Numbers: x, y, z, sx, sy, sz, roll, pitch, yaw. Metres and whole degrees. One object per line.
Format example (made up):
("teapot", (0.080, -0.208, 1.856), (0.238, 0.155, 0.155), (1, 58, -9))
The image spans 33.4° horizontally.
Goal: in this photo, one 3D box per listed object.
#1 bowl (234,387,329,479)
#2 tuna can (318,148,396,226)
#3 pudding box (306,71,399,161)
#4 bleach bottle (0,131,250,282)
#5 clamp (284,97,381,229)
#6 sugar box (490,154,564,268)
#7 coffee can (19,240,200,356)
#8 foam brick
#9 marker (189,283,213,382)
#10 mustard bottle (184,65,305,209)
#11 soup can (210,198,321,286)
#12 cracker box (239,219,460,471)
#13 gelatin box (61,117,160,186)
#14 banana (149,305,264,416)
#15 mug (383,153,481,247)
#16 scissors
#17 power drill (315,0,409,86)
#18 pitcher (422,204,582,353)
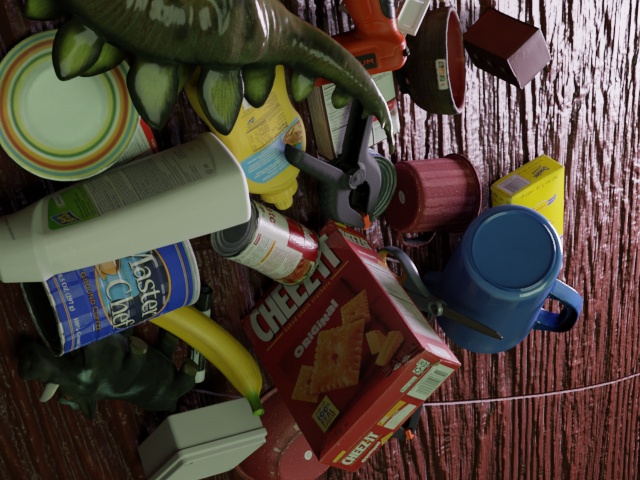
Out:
("bowl", (-0.027, 0.248, 1.312), (0.161, 0.055, 0.162), (-20, 128, -27))
("tuna can", (0.040, -0.061, 1.177), (0.086, 0.034, 0.086), (-20, 128, -28))
("pudding box", (0.033, -0.146, 1.112), (0.090, 0.039, 0.113), (-28, 130, -19))
("bleach bottle", (-0.194, -0.022, 0.940), (0.250, 0.103, 0.068), (-18, 125, -18))
("clamp", (0.031, -0.081, 1.098), (0.120, 0.039, 0.171), (-43, 145, -9))
("sugar box", (0.269, -0.015, 1.382), (0.093, 0.048, 0.176), (-29, 131, -21))
("coffee can", (-0.198, 0.036, 1.001), (0.140, 0.103, 0.103), (-21, 129, -26))
("foam brick", (0.205, -0.212, 1.177), (0.051, 0.078, 0.053), (-46, 136, -7))
("marker", (-0.130, 0.100, 1.158), (0.020, 0.020, 0.121), (-12, 124, -33))
("mustard bottle", (-0.062, -0.104, 1.049), (0.096, 0.058, 0.191), (-42, 136, -22))
("soup can", (-0.057, 0.001, 1.116), (0.102, 0.069, 0.068), (27, 99, -45))
("cracker box", (0.023, 0.107, 1.125), (0.164, 0.214, 0.072), (-48, 138, 15))
("gelatin box", (-0.193, -0.072, 0.986), (0.089, 0.030, 0.073), (-33, 134, -15))
("banana", (-0.126, 0.100, 1.107), (0.197, 0.069, 0.037), (41, 100, -12))
("mug", (0.119, -0.042, 1.217), (0.081, 0.093, 0.117), (-6, 132, -31))
("scissors", (0.125, 0.057, 1.220), (0.016, 0.202, 0.096), (-21, 106, -36))
("power drill", (0.001, -0.237, 0.965), (0.184, 0.057, 0.187), (-11, 121, 0))
("pitcher", (0.216, 0.048, 1.236), (0.149, 0.145, 0.243), (-22, 164, -5))
